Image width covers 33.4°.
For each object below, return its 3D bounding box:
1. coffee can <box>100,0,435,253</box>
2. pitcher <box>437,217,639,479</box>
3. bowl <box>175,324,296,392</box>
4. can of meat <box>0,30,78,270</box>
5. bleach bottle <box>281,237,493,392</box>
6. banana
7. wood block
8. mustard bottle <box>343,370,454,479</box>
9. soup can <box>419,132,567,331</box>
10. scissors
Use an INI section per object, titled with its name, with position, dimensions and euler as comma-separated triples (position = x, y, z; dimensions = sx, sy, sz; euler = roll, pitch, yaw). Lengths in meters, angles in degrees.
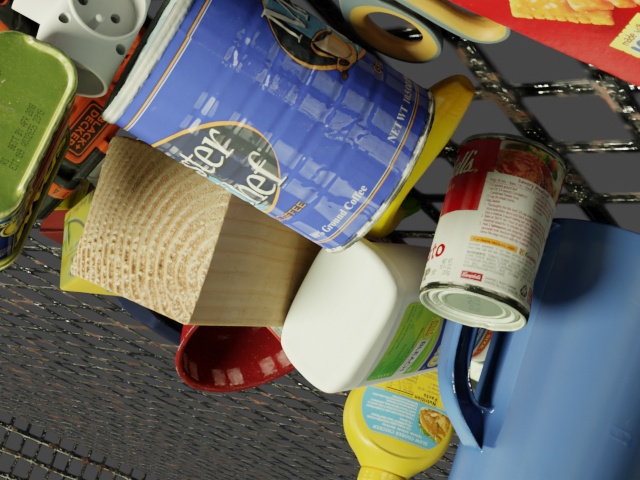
[coffee can]
position = -0.027, -0.071, 0.553
dimensions = 0.140, 0.102, 0.103
euler = 31, 158, -16
[pitcher]
position = 0.151, 0.111, 0.702
dimensions = 0.149, 0.242, 0.145
euler = 17, 164, 21
[bowl]
position = -0.067, 0.073, 1.002
dimensions = 0.162, 0.055, 0.162
euler = -18, 144, -14
[can of meat]
position = -0.162, -0.044, 0.535
dimensions = 0.057, 0.102, 0.084
euler = 23, 158, -10
[bleach bottle]
position = 0.087, 0.046, 0.755
dimensions = 0.250, 0.103, 0.068
euler = -1, -143, -49
[banana]
position = 0.045, -0.041, 0.662
dimensions = 0.037, 0.069, 0.198
euler = 44, 164, 8
[wood block]
position = -0.054, 0.000, 0.698
dimensions = 0.091, 0.090, 0.205
euler = 20, -176, 25
[mustard bottle]
position = 0.072, 0.144, 0.934
dimensions = 0.096, 0.191, 0.058
euler = 20, 161, -6
[soup can]
position = 0.104, -0.004, 0.642
dimensions = 0.068, 0.102, 0.068
euler = 16, 161, 5
[scissors]
position = -0.004, -0.135, 0.513
dimensions = 0.201, 0.016, 0.096
euler = 21, 160, -9
